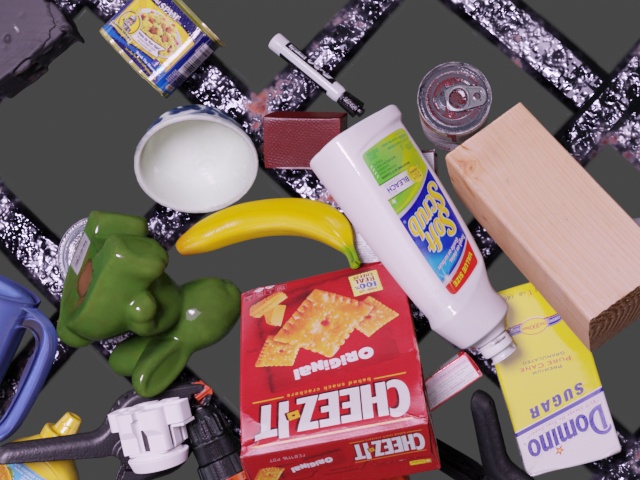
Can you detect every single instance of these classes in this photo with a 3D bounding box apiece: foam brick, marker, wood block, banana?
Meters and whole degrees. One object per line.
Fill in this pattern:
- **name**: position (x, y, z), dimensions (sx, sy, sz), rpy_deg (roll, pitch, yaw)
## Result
- **foam brick**: position (-0.014, -0.100, 1.061), dimensions (0.078, 0.051, 0.053), rpy_deg (2, 103, 8)
- **marker**: position (-0.003, -0.167, 1.087), dimensions (0.121, 0.020, 0.020), rpy_deg (41, 91, 9)
- **wood block**: position (0.215, -0.013, 0.975), dimensions (0.091, 0.090, 0.206), rpy_deg (-36, 62, -3)
- **banana**: position (-0.048, -0.012, 1.057), dimensions (0.198, 0.037, 0.069), rpy_deg (3, 48, 22)

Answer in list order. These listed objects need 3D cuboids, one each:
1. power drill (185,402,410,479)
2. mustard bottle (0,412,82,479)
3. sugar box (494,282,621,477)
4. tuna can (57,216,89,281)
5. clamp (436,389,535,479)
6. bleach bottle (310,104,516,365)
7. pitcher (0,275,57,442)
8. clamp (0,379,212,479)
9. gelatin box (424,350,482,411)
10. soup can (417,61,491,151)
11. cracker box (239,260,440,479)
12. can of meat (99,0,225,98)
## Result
- **power drill**: position (-0.021, 0.215, 1.019), dimensions (0.188, 0.057, 0.184), rpy_deg (-24, 87, 6)
- **mustard bottle**: position (-0.297, 0.256, 1.067), dimensions (0.096, 0.058, 0.191), rpy_deg (33, 90, 8)
- **sugar box**: position (0.216, 0.128, 1.018), dimensions (0.093, 0.048, 0.176), rpy_deg (-17, 82, 6)
- **tuna can**: position (-0.224, 0.017, 1.092), dimensions (0.086, 0.033, 0.086), rpy_deg (-1, 85, 8)
- **clamp**: position (0.153, 0.225, 1.009), dimensions (0.039, 0.120, 0.171), rpy_deg (-33, 95, -39)
- **bleach bottle**: position (0.100, 0.001, 0.988), dimensions (0.102, 0.068, 0.251), rpy_deg (-33, 86, -38)
- **pitcher**: position (-0.373, 0.146, 1.055), dimensions (0.144, 0.149, 0.243), rpy_deg (21, 92, -34)
- **clamp**: position (-0.188, 0.218, 1.048), dimensions (0.209, 0.036, 0.164), rpy_deg (-32, 105, -15)
- **gelatin box**: position (0.110, 0.142, 1.016), dimensions (0.089, 0.073, 0.030), rpy_deg (-36, 82, 3)
- **soup can**: position (0.129, -0.125, 1.024), dimensions (0.068, 0.102, 0.068), rpy_deg (-1, 85, 7)
- **cracker box**: position (0.011, 0.119, 0.971), dimensions (0.164, 0.213, 0.072), rpy_deg (-13, 128, 6)
- **can of meat**: position (-0.163, -0.209, 1.094), dimensions (0.084, 0.057, 0.102), rpy_deg (-44, 80, 4)
